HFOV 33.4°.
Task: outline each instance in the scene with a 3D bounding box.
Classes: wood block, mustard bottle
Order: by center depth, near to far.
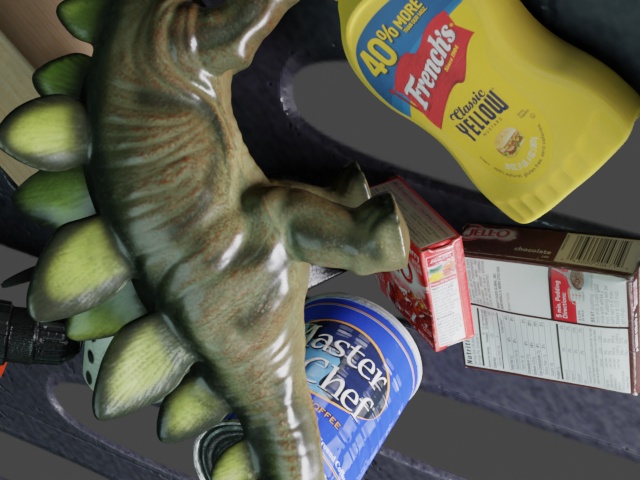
[{"bbox_3d":[0.069,-0.100,0.565,0.191,0.058,0.096,42,139,-1],"label":"mustard bottle"},{"bbox_3d":[-0.192,-0.122,0.689,0.206,0.090,0.090,49,133,-9],"label":"wood block"}]

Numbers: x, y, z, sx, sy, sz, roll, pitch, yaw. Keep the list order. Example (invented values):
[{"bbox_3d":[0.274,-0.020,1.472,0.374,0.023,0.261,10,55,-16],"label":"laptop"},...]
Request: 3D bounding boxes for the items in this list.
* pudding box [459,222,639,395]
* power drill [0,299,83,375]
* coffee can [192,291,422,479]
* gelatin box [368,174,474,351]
[{"bbox_3d":[0.137,0.040,0.640,0.114,0.039,0.090,8,127,30],"label":"pudding box"},{"bbox_3d":[-0.288,0.077,0.856,0.184,0.057,0.188,9,165,-14],"label":"power drill"},{"bbox_3d":[-0.005,0.115,0.712,0.103,0.140,0.103,17,129,21],"label":"coffee can"},{"bbox_3d":[0.056,0.012,0.643,0.089,0.030,0.073,-130,23,-54],"label":"gelatin box"}]
